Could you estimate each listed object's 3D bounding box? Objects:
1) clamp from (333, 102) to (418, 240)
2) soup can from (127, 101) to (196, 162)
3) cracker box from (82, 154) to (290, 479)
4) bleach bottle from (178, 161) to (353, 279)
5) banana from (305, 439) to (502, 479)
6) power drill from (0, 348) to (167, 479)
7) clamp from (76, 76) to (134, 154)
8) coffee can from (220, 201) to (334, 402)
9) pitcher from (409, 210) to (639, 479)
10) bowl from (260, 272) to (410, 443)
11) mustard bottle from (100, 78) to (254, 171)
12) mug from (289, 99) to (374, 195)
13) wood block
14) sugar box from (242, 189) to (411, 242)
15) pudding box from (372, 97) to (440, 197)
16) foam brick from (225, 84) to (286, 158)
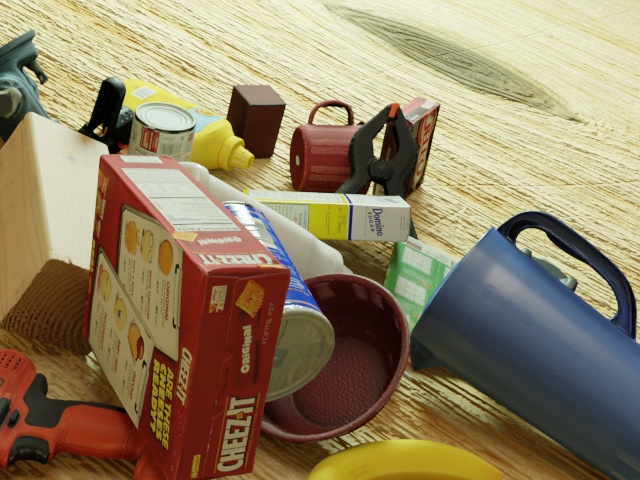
[{"bbox_3d":[0.055,-0.073,1.209,0.120,0.171,0.039,6,-11,-11],"label":"clamp"},{"bbox_3d":[-0.175,-0.090,1.155,0.068,0.102,0.068,11,31,-7],"label":"soup can"},{"bbox_3d":[-0.107,0.049,0.785,0.072,0.164,0.214,-3,26,-30],"label":"cracker box"},{"bbox_3d":[-0.057,0.001,1.018,0.250,0.068,0.103,25,-15,-40],"label":"bleach bottle"},{"bbox_3d":[0.057,0.193,0.865,0.197,0.037,0.070,-7,55,-32],"label":"banana"},{"bbox_3d":[-0.192,0.157,0.782,0.187,0.057,0.184,15,29,-1],"label":"power drill"},{"bbox_3d":[-0.237,-0.113,1.135,0.036,0.165,0.210,45,15,-1],"label":"clamp"},{"bbox_3d":[-0.062,0.050,0.883,0.102,0.103,0.140,-3,41,-28],"label":"coffee can"},{"bbox_3d":[0.215,0.098,0.957,0.243,0.149,0.144,36,46,11],"label":"pitcher"},{"bbox_3d":[0.007,0.109,0.912,0.162,0.055,0.162,-13,51,16],"label":"bowl"},{"bbox_3d":[-0.164,-0.130,1.270,0.192,0.058,0.096,25,30,16],"label":"mustard bottle"},{"bbox_3d":[0.011,-0.108,1.265,0.081,0.117,0.093,0,8,-16],"label":"mug"},{"bbox_3d":[-0.236,-0.010,0.959,0.090,0.090,0.206,24,29,-36],"label":"wood block"},{"bbox_3d":[0.003,-0.026,1.135,0.176,0.048,0.093,5,9,-4],"label":"sugar box"},{"bbox_3d":[0.106,-0.110,1.306,0.039,0.114,0.089,24,31,20],"label":"pudding box"},{"bbox_3d":[-0.083,-0.146,1.316,0.051,0.078,0.053,-5,38,-32],"label":"foam brick"}]
